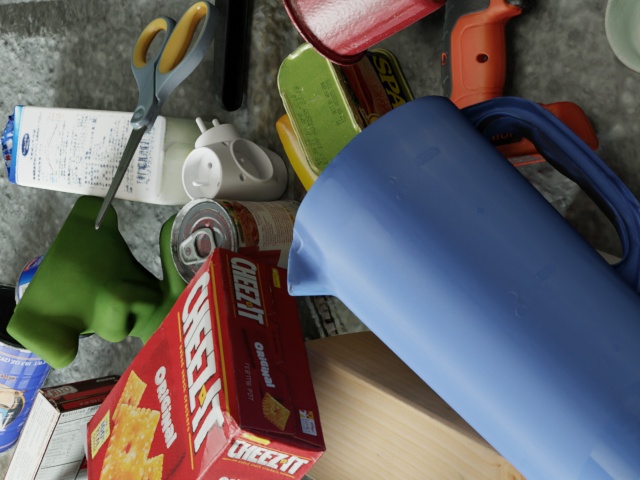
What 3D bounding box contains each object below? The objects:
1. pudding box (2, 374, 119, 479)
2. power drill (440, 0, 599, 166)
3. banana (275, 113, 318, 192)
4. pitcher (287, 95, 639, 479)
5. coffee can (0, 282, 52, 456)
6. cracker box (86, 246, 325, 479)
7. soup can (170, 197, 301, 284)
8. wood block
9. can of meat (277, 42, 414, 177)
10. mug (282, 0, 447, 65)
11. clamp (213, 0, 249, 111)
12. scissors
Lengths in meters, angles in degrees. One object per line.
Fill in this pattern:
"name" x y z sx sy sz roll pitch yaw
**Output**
"pudding box" -0.229 0.180 0.972 0.039 0.089 0.114 37 114 31
"power drill" 0.131 -0.145 0.698 0.185 0.057 0.187 -10 82 42
"banana" 0.029 -0.014 0.779 0.037 0.069 0.198 -32 59 -5
"pitcher" 0.113 0.034 0.599 0.243 0.144 0.149 46 122 22
"coffee can" -0.318 0.126 1.033 0.103 0.102 0.140 43 116 29
"cracker box" -0.092 0.136 0.748 0.214 0.072 0.164 -52 33 31
"soup can" -0.055 0.001 0.820 0.069 0.102 0.068 1 92 38
"wood block" 0.078 0.146 0.728 0.206 0.090 0.091 25 107 35
"can of meat" 0.023 -0.091 0.767 0.058 0.083 0.102 -32 72 35
"mug" 0.034 -0.181 0.699 0.082 0.093 0.117 -23 37 37
"clamp" -0.055 -0.231 0.854 0.165 0.036 0.210 -29 73 36
"scissors" -0.147 -0.107 0.853 0.096 0.016 0.201 24 81 48
